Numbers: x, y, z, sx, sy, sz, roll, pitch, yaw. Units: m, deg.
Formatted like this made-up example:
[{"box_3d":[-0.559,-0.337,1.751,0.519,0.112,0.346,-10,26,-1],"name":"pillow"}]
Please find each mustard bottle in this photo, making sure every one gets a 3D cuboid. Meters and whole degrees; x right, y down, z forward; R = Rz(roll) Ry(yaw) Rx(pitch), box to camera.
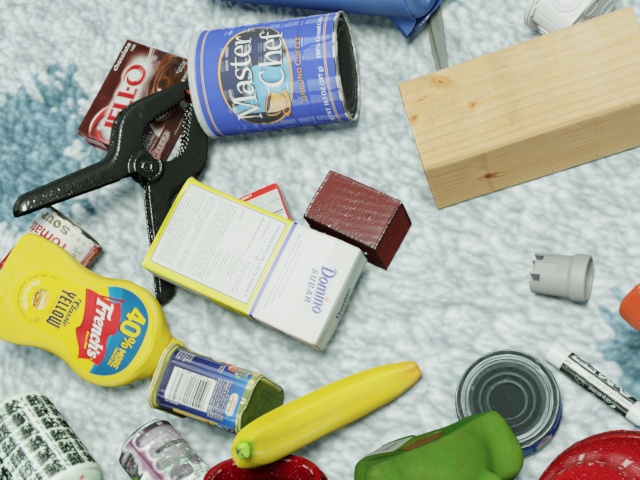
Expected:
[{"box_3d":[-0.197,0.076,0.949,0.191,0.058,0.096,27,83,-6],"name":"mustard bottle"}]

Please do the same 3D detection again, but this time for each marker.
[{"box_3d":[0.234,0.124,0.856,0.121,0.020,0.020,37,82,25],"name":"marker"}]

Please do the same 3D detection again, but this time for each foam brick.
[{"box_3d":[0.033,-0.019,0.951,0.078,0.053,0.051,25,77,24],"name":"foam brick"}]

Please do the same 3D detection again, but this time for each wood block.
[{"box_3d":[0.183,-0.112,0.926,0.206,0.090,0.090,-18,65,8],"name":"wood block"}]

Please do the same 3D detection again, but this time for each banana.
[{"box_3d":[-0.003,0.145,0.866,0.070,0.197,0.037,-14,95,51],"name":"banana"}]

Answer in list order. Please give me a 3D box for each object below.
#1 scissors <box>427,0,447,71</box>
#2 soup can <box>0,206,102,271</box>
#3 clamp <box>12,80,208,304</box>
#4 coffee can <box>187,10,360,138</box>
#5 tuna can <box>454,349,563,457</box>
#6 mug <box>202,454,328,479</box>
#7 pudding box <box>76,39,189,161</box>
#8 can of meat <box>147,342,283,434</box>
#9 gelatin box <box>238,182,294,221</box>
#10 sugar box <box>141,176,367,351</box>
[{"box_3d":[0.124,-0.251,1.040,0.096,0.016,0.202,-24,65,5],"name":"scissors"},{"box_3d":[-0.263,0.026,1.009,0.069,0.068,0.102,33,80,24],"name":"soup can"},{"box_3d":[-0.160,-0.056,0.999,0.164,0.036,0.210,40,71,-13],"name":"clamp"},{"box_3d":[-0.041,-0.154,0.999,0.140,0.102,0.103,-5,67,13],"name":"coffee can"},{"box_3d":[0.153,0.132,0.867,0.086,0.033,0.086,-6,67,13],"name":"tuna can"},{"box_3d":[-0.036,0.221,0.849,0.093,0.117,0.081,9,107,41],"name":"mug"},{"box_3d":[-0.177,-0.135,1.065,0.090,0.039,0.113,21,76,22],"name":"pudding box"},{"box_3d":[-0.084,0.131,0.898,0.084,0.102,0.057,16,78,18],"name":"can of meat"},{"box_3d":[-0.056,0.001,0.981,0.073,0.030,0.089,-24,67,5],"name":"gelatin box"},{"box_3d":[-0.058,0.020,0.933,0.176,0.048,0.093,24,80,16],"name":"sugar box"}]
